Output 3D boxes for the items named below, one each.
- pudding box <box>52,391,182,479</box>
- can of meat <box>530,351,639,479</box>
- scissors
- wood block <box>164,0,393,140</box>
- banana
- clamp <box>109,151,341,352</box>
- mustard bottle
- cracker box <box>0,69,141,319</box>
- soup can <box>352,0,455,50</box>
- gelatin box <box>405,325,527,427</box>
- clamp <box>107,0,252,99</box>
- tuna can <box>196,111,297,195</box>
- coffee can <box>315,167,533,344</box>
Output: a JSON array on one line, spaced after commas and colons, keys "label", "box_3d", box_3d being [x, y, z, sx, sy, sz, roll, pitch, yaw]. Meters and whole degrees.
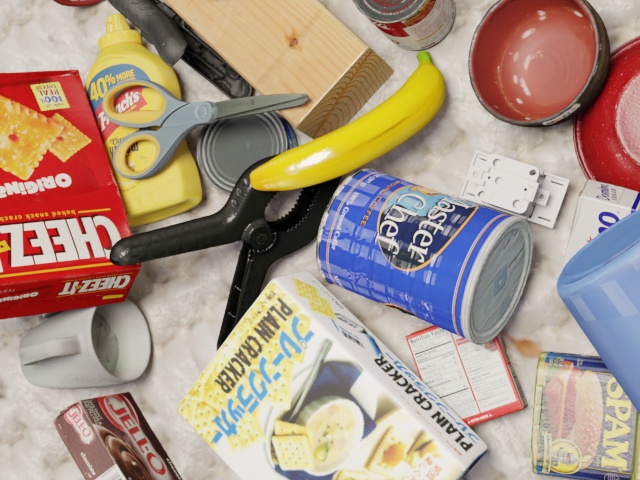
[{"label": "pudding box", "box_3d": [-0.174, 0.191, 0.940, 0.039, 0.090, 0.113, -36, 77, 14]}, {"label": "can of meat", "box_3d": [0.211, 0.138, 0.834, 0.084, 0.057, 0.102, 4, 88, 21]}, {"label": "scissors", "box_3d": [-0.105, -0.089, 0.897, 0.202, 0.016, 0.096, 13, 96, 28]}, {"label": "wood block", "box_3d": [-0.048, -0.189, 0.923, 0.206, 0.090, 0.091, 45, 99, 16]}, {"label": "banana", "box_3d": [0.036, -0.089, 0.869, 0.197, 0.070, 0.037, -35, 118, -17]}, {"label": "clamp", "box_3d": [-0.056, 0.001, 0.915, 0.210, 0.164, 0.036, -38, 39, -7]}, {"label": "mustard bottle", "box_3d": [-0.169, -0.114, 0.974, 0.096, 0.058, 0.191, -17, 80, 30]}, {"label": "cracker box", "box_3d": [-0.264, -0.044, 0.914, 0.072, 0.163, 0.214, -54, 51, 50]}, {"label": "soup can", "box_3d": [0.070, -0.200, 0.878, 0.069, 0.102, 0.068, -1, 86, 18]}, {"label": "gelatin box", "box_3d": [0.120, 0.107, 0.880, 0.073, 0.030, 0.089, -22, 80, 17]}, {"label": "clamp", "box_3d": [-0.132, -0.185, 0.958, 0.039, 0.120, 0.172, -45, 53, 7]}, {"label": "tuna can", "box_3d": [-0.064, -0.080, 0.950, 0.086, 0.033, 0.086, -1, 86, 18]}, {"label": "coffee can", "box_3d": [0.082, 0.010, 0.846, 0.140, 0.102, 0.103, 21, 93, 30]}]
